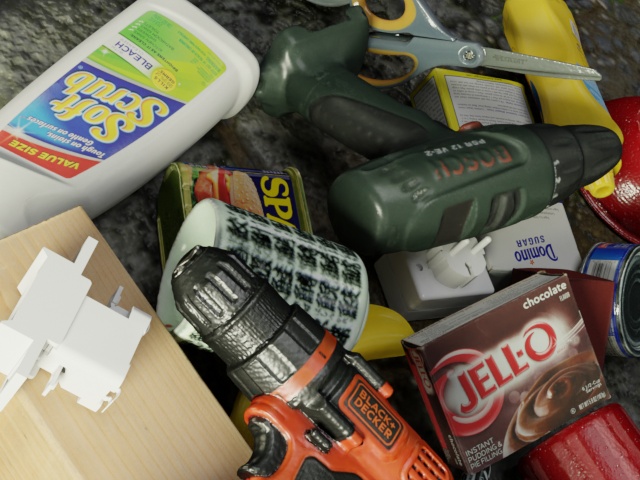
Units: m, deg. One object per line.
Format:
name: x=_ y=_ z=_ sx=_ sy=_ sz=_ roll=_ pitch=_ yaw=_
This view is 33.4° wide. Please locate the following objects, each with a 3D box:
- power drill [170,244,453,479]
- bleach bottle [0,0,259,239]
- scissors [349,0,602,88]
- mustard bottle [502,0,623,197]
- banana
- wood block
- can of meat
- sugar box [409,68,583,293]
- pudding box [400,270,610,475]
power drill: x=-0.035 y=0.114 z=0.486 sx=0.184 sy=0.057 sz=0.187 roll=45 pitch=50 yaw=-9
bleach bottle: x=-0.144 y=-0.056 z=0.656 sx=0.102 sy=0.068 sz=0.250 roll=38 pitch=51 yaw=-1
scissors: x=0.102 y=-0.156 z=0.789 sx=0.016 sy=0.202 sz=0.096 roll=-43 pitch=127 yaw=-59
mustard bottle: x=0.202 y=-0.113 z=0.870 sx=0.096 sy=0.058 sz=0.191 roll=47 pitch=25 yaw=-49
banana: x=0.000 y=0.081 z=0.655 sx=0.070 sy=0.037 sz=0.197 roll=32 pitch=37 yaw=29
wood block: x=-0.115 y=0.099 z=0.555 sx=0.090 sy=0.090 sz=0.206 roll=-29 pitch=78 yaw=-40
can of meat: x=-0.054 y=0.001 z=0.675 sx=0.083 sy=0.058 sz=0.102 roll=3 pitch=60 yaw=-26
sugar box: x=0.134 y=-0.045 z=0.822 sx=0.093 sy=0.048 sz=0.176 roll=4 pitch=63 yaw=-29
pudding box: x=0.118 y=0.082 z=0.679 sx=0.113 sy=0.039 sz=0.090 roll=-26 pitch=102 yaw=-17
